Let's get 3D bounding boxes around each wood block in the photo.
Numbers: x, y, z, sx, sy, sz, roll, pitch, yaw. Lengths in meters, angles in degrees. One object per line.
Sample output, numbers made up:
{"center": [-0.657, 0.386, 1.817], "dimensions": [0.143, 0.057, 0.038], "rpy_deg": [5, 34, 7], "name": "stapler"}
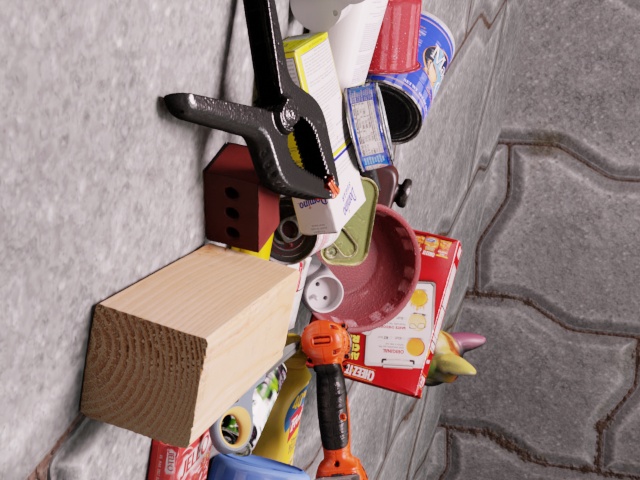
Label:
{"center": [-0.097, 0.076, 0.853], "dimensions": [0.205, 0.091, 0.090], "rpy_deg": [-36, 140, -69], "name": "wood block"}

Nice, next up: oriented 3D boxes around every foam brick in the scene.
{"center": [-0.068, -0.037, 0.933], "dimensions": [0.051, 0.053, 0.078], "rpy_deg": [-60, 159, -47], "name": "foam brick"}

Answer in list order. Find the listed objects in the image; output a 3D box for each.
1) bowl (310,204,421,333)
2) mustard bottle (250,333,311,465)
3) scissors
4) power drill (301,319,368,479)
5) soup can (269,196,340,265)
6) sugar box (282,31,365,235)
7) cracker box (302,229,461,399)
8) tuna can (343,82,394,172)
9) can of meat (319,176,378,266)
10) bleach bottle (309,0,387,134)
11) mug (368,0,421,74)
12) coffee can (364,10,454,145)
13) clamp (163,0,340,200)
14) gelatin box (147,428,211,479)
{"center": [0.040, 0.029, 1.306], "dimensions": [0.055, 0.161, 0.162], "rpy_deg": [-150, -108, -65], "name": "bowl"}
{"center": [-0.049, 0.200, 1.244], "dimensions": [0.096, 0.058, 0.192], "rpy_deg": [-32, 135, -72], "name": "mustard bottle"}
{"center": [-0.063, 0.152, 1.048], "dimensions": [0.201, 0.016, 0.096], "rpy_deg": [0, 68, -56], "name": "scissors"}
{"center": [0.016, 0.183, 1.197], "dimensions": [0.184, 0.057, 0.187], "rpy_deg": [48, 34, -79], "name": "power drill"}
{"center": [-0.021, -0.015, 1.107], "dimensions": [0.102, 0.068, 0.068], "rpy_deg": [-27, 130, -72], "name": "soup can"}
{"center": [-0.006, -0.102, 1.011], "dimensions": [0.093, 0.048, 0.176], "rpy_deg": [-48, 131, -60], "name": "sugar box"}
{"center": [0.083, 0.087, 1.425], "dimensions": [0.072, 0.164, 0.213], "rpy_deg": [48, 57, -71], "name": "cracker box"}
{"center": [0.049, -0.113, 1.058], "dimensions": [0.086, 0.034, 0.086], "rpy_deg": [-11, 90, -83], "name": "tuna can"}
{"center": [0.019, -0.032, 1.203], "dimensions": [0.084, 0.057, 0.102], "rpy_deg": [-135, -130, -65], "name": "can of meat"}
{"center": [0.015, -0.174, 1.104], "dimensions": [0.102, 0.068, 0.251], "rpy_deg": [-32, 138, -64], "name": "bleach bottle"}
{"center": [0.073, -0.242, 1.208], "dimensions": [0.117, 0.093, 0.081], "rpy_deg": [-56, 152, -63], "name": "mug"}
{"center": [0.097, -0.201, 1.308], "dimensions": [0.103, 0.103, 0.140], "rpy_deg": [87, 22, -51], "name": "coffee can"}
{"center": [-0.045, -0.098, 0.869], "dimensions": [0.164, 0.036, 0.210], "rpy_deg": [-60, 136, -36], "name": "clamp"}
{"center": [-0.128, 0.203, 0.988], "dimensions": [0.089, 0.030, 0.073], "rpy_deg": [-36, 138, -69], "name": "gelatin box"}
